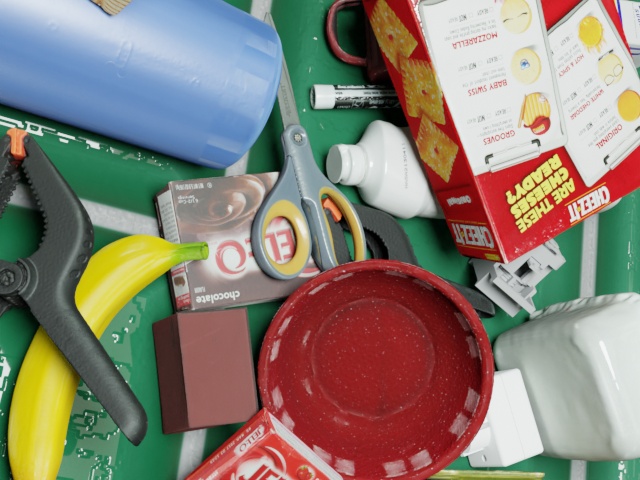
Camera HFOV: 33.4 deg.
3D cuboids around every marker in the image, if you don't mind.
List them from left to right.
[{"bbox_3d":[0.052,-0.113,0.835,0.121,0.020,0.020,-2,79,-14],"label":"marker"}]

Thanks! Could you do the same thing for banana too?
[{"bbox_3d":[-0.151,0.067,0.679,0.197,0.070,0.037,-59,150,-17],"label":"banana"}]

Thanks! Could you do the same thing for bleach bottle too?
[{"bbox_3d":[0.122,-0.067,0.853,0.250,0.068,0.102,-1,78,-25],"label":"bleach bottle"}]

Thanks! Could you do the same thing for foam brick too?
[{"bbox_3d":[-0.077,0.087,0.716,0.051,0.053,0.078,-2,79,-28],"label":"foam brick"}]

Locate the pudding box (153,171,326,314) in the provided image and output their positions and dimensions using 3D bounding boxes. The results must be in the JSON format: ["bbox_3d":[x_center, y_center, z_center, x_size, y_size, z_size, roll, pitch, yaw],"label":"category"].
[{"bbox_3d":[-0.055,0.001,0.756,0.113,0.039,0.090,-8,81,-29],"label":"pudding box"}]

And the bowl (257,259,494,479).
[{"bbox_3d":[0.038,0.089,0.751,0.162,0.055,0.162,0,97,1],"label":"bowl"}]

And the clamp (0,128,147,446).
[{"bbox_3d":[-0.198,0.034,0.656,0.164,0.036,0.210,-9,72,-2],"label":"clamp"}]

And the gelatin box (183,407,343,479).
[{"bbox_3d":[-0.034,0.164,0.701,0.073,0.030,0.089,-41,119,4],"label":"gelatin box"}]

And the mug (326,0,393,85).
[{"bbox_3d":[0.063,-0.166,0.836,0.117,0.093,0.081,-3,83,-2],"label":"mug"}]

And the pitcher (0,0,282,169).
[{"bbox_3d":[-0.147,-0.143,0.689,0.242,0.149,0.145,19,53,-26],"label":"pitcher"}]

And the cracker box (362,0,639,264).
[{"bbox_3d":[0.143,-0.115,0.780,0.164,0.072,0.213,-28,105,-20],"label":"cracker box"}]

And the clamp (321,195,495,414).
[{"bbox_3d":[0.047,0.043,0.801,0.171,0.039,0.120,41,60,-13],"label":"clamp"}]

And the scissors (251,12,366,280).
[{"bbox_3d":[-0.030,-0.058,0.753,0.096,0.016,0.202,-26,91,-33],"label":"scissors"}]
